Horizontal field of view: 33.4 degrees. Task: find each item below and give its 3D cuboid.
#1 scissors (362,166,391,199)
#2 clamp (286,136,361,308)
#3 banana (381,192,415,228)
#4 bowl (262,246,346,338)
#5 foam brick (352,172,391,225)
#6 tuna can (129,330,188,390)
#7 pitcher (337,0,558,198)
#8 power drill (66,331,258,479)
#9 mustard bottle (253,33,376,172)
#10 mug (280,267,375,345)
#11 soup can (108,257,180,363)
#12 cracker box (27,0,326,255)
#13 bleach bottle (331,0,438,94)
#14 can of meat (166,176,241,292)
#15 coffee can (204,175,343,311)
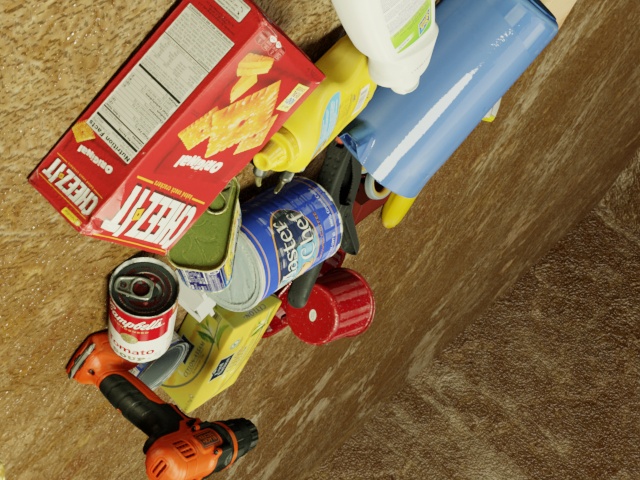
[{"bbox_3d":[0.105,-0.124,1.353,0.201,0.016,0.096,-35,121,-36],"label":"scissors"},{"bbox_3d":[0.011,-0.029,1.257,0.164,0.036,0.210,-49,152,-47],"label":"clamp"},{"bbox_3d":[0.136,-0.083,1.576,0.069,0.037,0.198,-23,152,-54],"label":"banana"},{"bbox_3d":[-0.041,0.052,1.404,0.162,0.055,0.162,-43,164,-16],"label":"bowl"},{"bbox_3d":[0.050,-0.063,1.373,0.078,0.053,0.051,-38,162,-34],"label":"foam brick"},{"bbox_3d":[-0.197,0.141,1.249,0.086,0.034,0.086,-43,164,-16],"label":"tuna can"},{"bbox_3d":[0.133,-0.172,1.129,0.243,0.144,0.149,-46,-154,21],"label":"pitcher"},{"bbox_3d":[-0.164,0.173,1.131,0.057,0.188,0.184,-53,162,15],"label":"power drill"},{"bbox_3d":[-0.009,-0.117,0.996,0.191,0.058,0.096,-50,168,-47],"label":"mustard bottle"},{"bbox_3d":[0.000,0.088,1.356,0.117,0.093,0.081,-13,180,35],"label":"mug"},{"bbox_3d":[-0.178,0.071,1.067,0.068,0.068,0.102,-38,162,-30],"label":"soup can"},{"bbox_3d":[-0.106,-0.091,0.853,0.214,0.072,0.164,-48,164,5],"label":"cracker box"},{"bbox_3d":[0.054,-0.205,0.927,0.102,0.068,0.251,-44,154,-12],"label":"bleach bottle"},{"bbox_3d":[-0.108,-0.007,1.021,0.084,0.057,0.102,89,9,-72],"label":"can of meat"},{"bbox_3d":[-0.058,0.001,1.149,0.140,0.103,0.103,-32,158,-44],"label":"coffee can"}]
